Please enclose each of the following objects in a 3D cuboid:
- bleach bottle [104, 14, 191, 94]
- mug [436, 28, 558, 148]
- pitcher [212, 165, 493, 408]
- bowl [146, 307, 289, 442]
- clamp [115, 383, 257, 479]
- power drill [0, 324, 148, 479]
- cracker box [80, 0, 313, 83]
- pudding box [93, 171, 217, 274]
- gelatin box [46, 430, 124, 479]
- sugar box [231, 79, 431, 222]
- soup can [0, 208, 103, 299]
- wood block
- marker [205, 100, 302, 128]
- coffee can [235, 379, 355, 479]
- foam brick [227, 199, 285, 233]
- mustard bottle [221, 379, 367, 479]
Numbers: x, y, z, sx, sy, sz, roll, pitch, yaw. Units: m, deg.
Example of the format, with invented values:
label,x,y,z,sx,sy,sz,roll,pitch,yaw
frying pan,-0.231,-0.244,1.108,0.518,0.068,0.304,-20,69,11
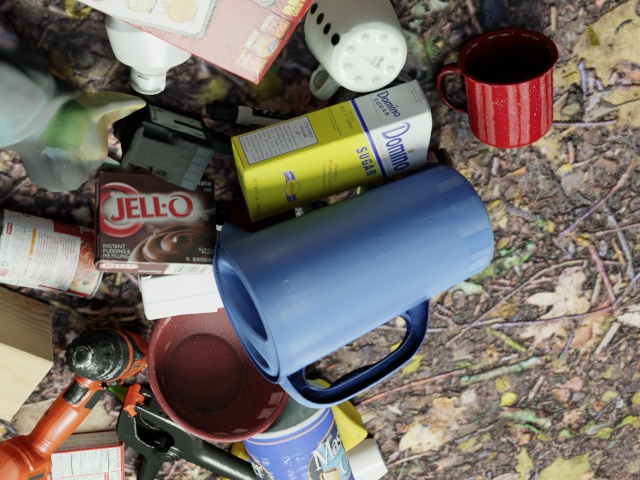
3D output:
label,x,y,z,sx,sy,sz,roll,pitch,yaw
bleach bottle,-0.120,-0.236,0.873,0.102,0.068,0.251,1,127,-17
mug,0.168,-0.143,1.019,0.117,0.093,0.081,4,135,18
pitcher,0.037,0.031,0.969,0.242,0.145,0.149,-23,125,-18
bowl,-0.111,0.133,1.112,0.161,0.162,0.055,10,158,-23
clamp,-0.152,0.223,1.161,0.165,0.036,0.210,-2,140,13
power drill,-0.250,0.162,1.042,0.057,0.184,0.187,43,90,9
cracker box,-0.097,-0.235,0.792,0.213,0.072,0.164,22,120,-30
pudding box,-0.155,-0.015,1.004,0.113,0.090,0.039,3,160,-21
gelatin box,-0.266,0.252,1.204,0.089,0.030,0.073,-4,125,-14
sugar box,0.012,-0.080,0.966,0.176,0.048,0.093,-17,154,-7
soup can,-0.261,0.013,1.007,0.102,0.068,0.069,14,120,-25
wood block,-0.368,0.083,1.010,0.205,0.091,0.090,27,115,-31
marker,-0.049,-0.114,1.009,0.121,0.020,0.020,8,122,-22
coffee can,-0.023,0.237,1.156,0.103,0.103,0.140,-19,111,-3
foam brick,-0.057,0.001,1.030,0.053,0.051,0.078,-10,119,-3
mustard bottle,-0.046,0.247,1.247,0.192,0.058,0.096,-37,125,11
